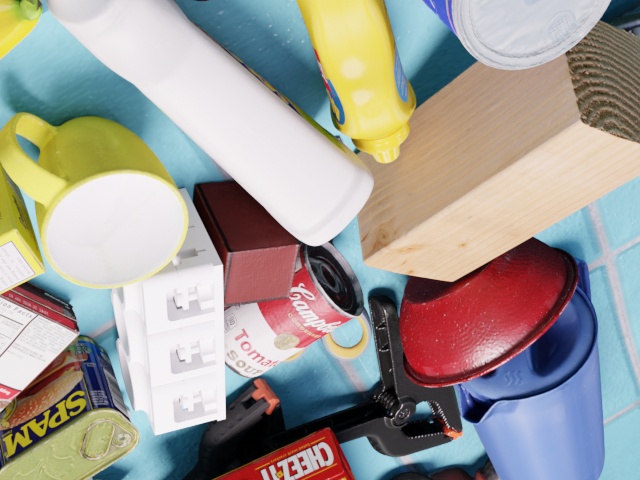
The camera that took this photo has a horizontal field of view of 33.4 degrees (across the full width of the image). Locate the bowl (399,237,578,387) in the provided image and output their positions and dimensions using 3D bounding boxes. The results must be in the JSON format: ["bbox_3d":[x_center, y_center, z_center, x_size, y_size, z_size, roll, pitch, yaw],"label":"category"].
[{"bbox_3d":[0.118,0.040,0.837,0.162,0.162,0.055,-36,108,5],"label":"bowl"}]

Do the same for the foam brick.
[{"bbox_3d":[-0.055,0.001,0.749,0.051,0.078,0.053,-8,133,-22],"label":"foam brick"}]

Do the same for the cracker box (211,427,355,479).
[{"bbox_3d":[-0.038,0.252,0.919,0.164,0.072,0.213,-25,150,-4],"label":"cracker box"}]

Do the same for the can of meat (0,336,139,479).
[{"bbox_3d":[-0.192,0.131,0.784,0.102,0.084,0.057,-33,135,2],"label":"can of meat"}]

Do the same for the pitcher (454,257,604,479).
[{"bbox_3d":[0.199,0.135,0.968,0.149,0.145,0.242,-19,139,5],"label":"pitcher"}]

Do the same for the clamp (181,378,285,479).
[{"bbox_3d":[-0.073,0.194,0.932,0.120,0.039,0.172,8,123,-52],"label":"clamp"}]

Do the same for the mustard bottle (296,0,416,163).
[{"bbox_3d":[0.022,-0.122,0.669,0.058,0.096,0.191,-18,135,4],"label":"mustard bottle"}]

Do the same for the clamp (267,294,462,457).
[{"bbox_3d":[0.066,0.136,0.949,0.209,0.036,0.165,20,105,-43],"label":"clamp"}]

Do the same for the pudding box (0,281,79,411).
[{"bbox_3d":[-0.239,0.073,0.744,0.113,0.039,0.090,-44,133,11],"label":"pudding box"}]

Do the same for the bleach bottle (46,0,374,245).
[{"bbox_3d":[-0.073,-0.094,0.640,0.068,0.103,0.250,-48,133,3],"label":"bleach bottle"}]

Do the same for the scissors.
[{"bbox_3d":[0.017,0.021,0.826,0.096,0.016,0.202,20,119,-10],"label":"scissors"}]

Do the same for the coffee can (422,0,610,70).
[{"bbox_3d":[0.094,-0.179,0.626,0.102,0.140,0.103,-14,132,-16],"label":"coffee can"}]

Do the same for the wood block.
[{"bbox_3d":[0.120,-0.056,0.720,0.090,0.091,0.207,11,149,-34],"label":"wood block"}]

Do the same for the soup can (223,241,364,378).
[{"bbox_3d":[-0.028,0.051,0.797,0.102,0.068,0.068,-33,137,23],"label":"soup can"}]
